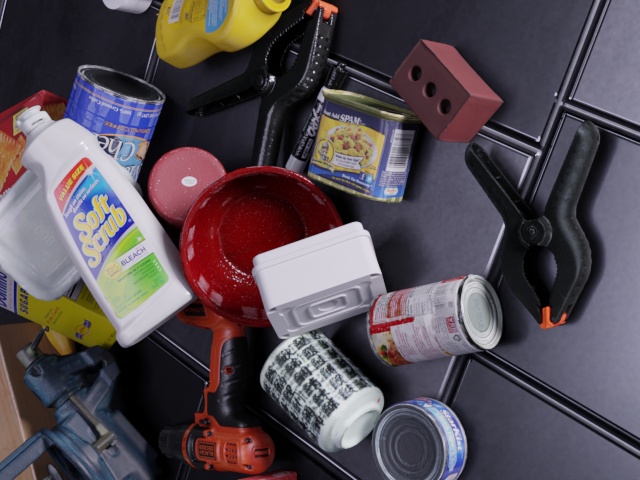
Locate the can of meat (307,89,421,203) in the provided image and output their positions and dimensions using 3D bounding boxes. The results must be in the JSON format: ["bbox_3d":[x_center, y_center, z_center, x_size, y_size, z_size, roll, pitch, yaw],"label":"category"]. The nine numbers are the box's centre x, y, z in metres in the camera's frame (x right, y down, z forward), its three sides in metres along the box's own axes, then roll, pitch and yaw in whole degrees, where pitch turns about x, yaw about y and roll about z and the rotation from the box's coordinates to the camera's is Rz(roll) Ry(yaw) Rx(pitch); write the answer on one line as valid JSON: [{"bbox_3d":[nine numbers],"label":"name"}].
[{"bbox_3d":[0.040,-0.089,1.000,0.102,0.057,0.084,24,108,38],"label":"can of meat"}]

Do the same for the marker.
[{"bbox_3d":[-0.003,-0.122,1.060,0.020,0.020,0.121,39,115,33],"label":"marker"}]

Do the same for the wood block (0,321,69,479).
[{"bbox_3d":[-0.362,0.213,1.324,0.090,0.090,0.206,-32,71,37],"label":"wood block"}]

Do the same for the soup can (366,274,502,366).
[{"bbox_3d":[0.100,0.071,0.943,0.102,0.068,0.068,-16,80,39],"label":"soup can"}]

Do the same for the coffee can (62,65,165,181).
[{"bbox_3d":[-0.246,-0.114,1.213,0.103,0.102,0.140,36,113,34],"label":"coffee can"}]

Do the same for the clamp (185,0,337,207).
[{"bbox_3d":[-0.048,-0.148,1.083,0.210,0.036,0.165,-47,57,28],"label":"clamp"}]

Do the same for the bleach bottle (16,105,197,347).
[{"bbox_3d":[-0.228,-0.022,1.073,0.102,0.068,0.251,-36,88,3],"label":"bleach bottle"}]

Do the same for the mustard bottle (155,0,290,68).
[{"bbox_3d":[-0.092,-0.238,1.088,0.192,0.058,0.096,-5,65,49],"label":"mustard bottle"}]

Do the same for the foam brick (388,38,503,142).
[{"bbox_3d":[0.110,-0.131,0.942,0.078,0.051,0.053,53,122,26],"label":"foam brick"}]

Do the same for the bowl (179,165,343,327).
[{"bbox_3d":[-0.057,0.001,1.052,0.055,0.162,0.162,-103,27,-75],"label":"bowl"}]

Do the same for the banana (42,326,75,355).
[{"bbox_3d":[-0.332,0.045,1.331,0.070,0.037,0.198,3,93,42],"label":"banana"}]

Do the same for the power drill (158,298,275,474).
[{"bbox_3d":[-0.117,0.150,1.134,0.185,0.057,0.187,-6,87,49],"label":"power drill"}]

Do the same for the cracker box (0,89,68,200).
[{"bbox_3d":[-0.372,-0.057,1.309,0.164,0.072,0.213,-17,64,39],"label":"cracker box"}]

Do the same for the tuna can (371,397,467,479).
[{"bbox_3d":[0.089,0.188,0.976,0.086,0.033,0.086,1,91,40],"label":"tuna can"}]

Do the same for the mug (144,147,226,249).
[{"bbox_3d":[-0.132,-0.038,1.106,0.117,0.093,0.081,61,168,7],"label":"mug"}]

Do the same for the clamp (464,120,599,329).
[{"bbox_3d":[0.191,-0.016,0.885,0.120,0.039,0.171,-20,84,43],"label":"clamp"}]

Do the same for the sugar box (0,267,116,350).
[{"bbox_3d":[-0.307,0.063,1.216,0.093,0.176,0.048,-46,24,53],"label":"sugar box"}]
